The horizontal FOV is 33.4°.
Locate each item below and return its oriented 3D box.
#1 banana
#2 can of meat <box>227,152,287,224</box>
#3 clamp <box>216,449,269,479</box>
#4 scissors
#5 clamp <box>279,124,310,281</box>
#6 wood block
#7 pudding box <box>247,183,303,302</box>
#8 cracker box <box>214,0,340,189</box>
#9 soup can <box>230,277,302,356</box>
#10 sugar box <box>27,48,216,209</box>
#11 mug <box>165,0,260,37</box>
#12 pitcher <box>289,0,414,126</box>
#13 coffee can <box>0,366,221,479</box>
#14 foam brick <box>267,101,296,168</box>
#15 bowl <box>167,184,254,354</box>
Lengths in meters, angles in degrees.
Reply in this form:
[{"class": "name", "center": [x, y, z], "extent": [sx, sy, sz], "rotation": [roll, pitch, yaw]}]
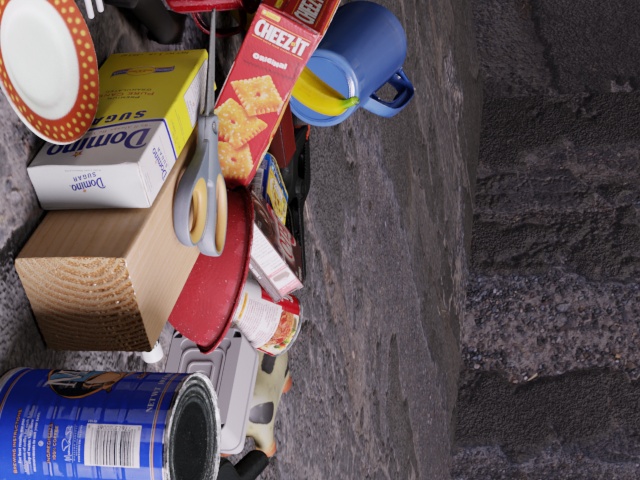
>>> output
[{"class": "banana", "center": [-0.030, -0.208, 1.257], "extent": [0.037, 0.198, 0.070], "rotation": [-32, 161, -43]}, {"class": "can of meat", "center": [-0.072, -0.042, 1.220], "extent": [0.102, 0.057, 0.084], "rotation": [73, 17, -49]}, {"class": "clamp", "center": [-0.091, 0.247, 1.044], "extent": [0.171, 0.039, 0.120], "rotation": [63, 29, -59]}, {"class": "scissors", "center": [-0.097, -0.082, 0.854], "extent": [0.096, 0.016, 0.202], "rotation": [-42, 132, -69]}, {"class": "clamp", "center": [-0.038, -0.056, 1.394], "extent": [0.164, 0.036, 0.210], "rotation": [70, 24, -51]}, {"class": "wood block", "center": [-0.153, -0.012, 0.860], "extent": [0.206, 0.090, 0.091], "rotation": [-72, 156, -51]}, {"class": "pudding box", "center": [-0.057, 0.001, 1.087], "extent": [0.090, 0.039, 0.113], "rotation": [52, 13, -18]}, {"class": "cracker box", "center": [-0.051, -0.179, 1.093], "extent": [0.214, 0.072, 0.164], "rotation": [-58, -171, 40]}, {"class": "soup can", "center": [-0.079, 0.071, 1.090], "extent": [0.102, 0.069, 0.068], "rotation": [24, 59, -29]}, {"class": "sugar box", "center": [-0.154, -0.093, 0.852], "extent": [0.176, 0.093, 0.048], "rotation": [-71, 155, -52]}, {"class": "mug", "center": [-0.107, -0.257, 1.054], "extent": [0.093, 0.081, 0.117], "rotation": [-69, 154, -53]}, {"class": "pitcher", "center": [0.040, -0.239, 1.496], "extent": [0.242, 0.149, 0.145], "rotation": [-55, 144, -60]}, {"class": "coffee can", "center": [-0.153, 0.142, 0.755], "extent": [0.102, 0.140, 0.103], "rotation": [0, 90, -75]}, {"class": "foam brick", "center": [-0.064, -0.131, 1.268], "extent": [0.051, 0.053, 0.078], "rotation": [-65, 150, -58]}, {"class": "bowl", "center": [-0.114, 0.021, 0.987], "extent": [0.162, 0.055, 0.162], "rotation": [-166, -90, -70]}]
